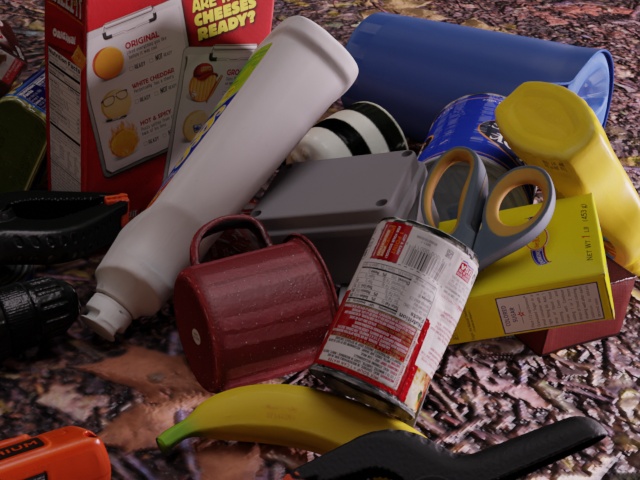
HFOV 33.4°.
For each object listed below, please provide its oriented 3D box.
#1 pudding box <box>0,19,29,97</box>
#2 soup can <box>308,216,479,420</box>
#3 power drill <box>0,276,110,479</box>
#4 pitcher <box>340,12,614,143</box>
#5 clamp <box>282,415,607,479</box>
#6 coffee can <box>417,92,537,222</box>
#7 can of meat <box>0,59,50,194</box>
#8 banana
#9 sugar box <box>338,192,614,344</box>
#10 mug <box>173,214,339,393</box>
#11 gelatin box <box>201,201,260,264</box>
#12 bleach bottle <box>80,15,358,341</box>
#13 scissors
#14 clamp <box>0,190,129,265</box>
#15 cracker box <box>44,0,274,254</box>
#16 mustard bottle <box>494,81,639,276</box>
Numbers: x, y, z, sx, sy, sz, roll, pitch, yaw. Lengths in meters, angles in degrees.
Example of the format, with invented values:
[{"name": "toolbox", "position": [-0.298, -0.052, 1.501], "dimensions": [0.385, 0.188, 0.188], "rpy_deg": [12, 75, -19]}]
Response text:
[{"name": "pudding box", "position": [-0.290, -0.169, 0.864], "dimensions": [0.089, 0.039, 0.114], "rpy_deg": [30, 14, -34]}, {"name": "soup can", "position": [0.044, 0.045, 0.630], "dimensions": [0.069, 0.068, 0.102], "rpy_deg": [20, 76, 22]}, {"name": "power drill", "position": [-0.193, 0.091, 0.604], "dimensions": [0.184, 0.057, 0.188], "rpy_deg": [-19, 36, -31]}, {"name": "pitcher", "position": [0.147, -0.137, 1.018], "dimensions": [0.243, 0.149, 0.144], "rpy_deg": [21, 47, 29]}, {"name": "clamp", "position": [0.067, 0.133, 0.558], "dimensions": [0.171, 0.039, 0.120], "rpy_deg": [15, 63, 14]}, {"name": "coffee can", "position": [0.125, -0.048, 0.864], "dimensions": [0.103, 0.103, 0.140], "rpy_deg": [13, 30, 11]}, {"name": "can of meat", "position": [-0.230, -0.087, 0.860], "dimensions": [0.057, 0.102, 0.083], "rpy_deg": [32, 34, -3]}, {"name": "banana", "position": [0.009, 0.121, 0.618], "dimensions": [0.198, 0.037, 0.069], "rpy_deg": [12, 53, 13]}, {"name": "sugar box", "position": [0.102, 0.024, 0.721], "dimensions": [0.176, 0.048, 0.093], "rpy_deg": [-9, 34, 14]}, {"name": "mug", "position": [-0.046, 0.038, 0.679], "dimensions": [0.081, 0.093, 0.117], "rpy_deg": [-13, 74, -23]}, {"name": "gelatin box", "position": [-0.055, 0.001, 0.814], "dimensions": [0.073, 0.030, 0.089], "rpy_deg": [-1, 31, -15]}, {"name": "bleach bottle", "position": [-0.076, -0.038, 0.739], "dimensions": [0.068, 0.103, 0.250], "rpy_deg": [40, 68, -12]}, {"name": "scissors", "position": [0.099, 0.027, 0.667], "dimensions": [0.096, 0.016, 0.201], "rpy_deg": [-5, 61, 19]}, {"name": "clamp", "position": [-0.230, -0.008, 0.714], "dimensions": [0.209, 0.036, 0.165], "rpy_deg": [-14, 28, -41]}, {"name": "cracker box", "position": [-0.124, -0.112, 0.812], "dimensions": [0.163, 0.214, 0.072], "rpy_deg": [-19, 38, -37]}, {"name": "mustard bottle", "position": [0.205, -0.032, 0.801], "dimensions": [0.058, 0.191, 0.096], "rpy_deg": [-43, 38, 0]}]
